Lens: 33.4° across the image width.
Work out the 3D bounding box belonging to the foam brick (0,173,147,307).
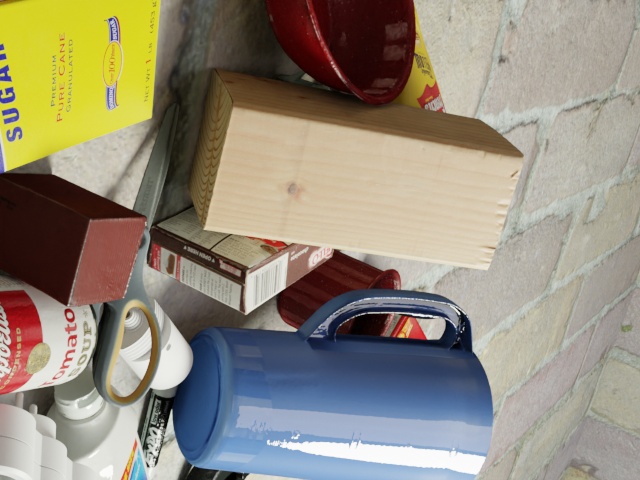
[{"bbox_3d":[-0.147,-0.002,0.606,0.051,0.078,0.053,-3,114,-61],"label":"foam brick"}]

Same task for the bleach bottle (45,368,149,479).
[{"bbox_3d":[-0.159,0.194,0.763,0.102,0.068,0.251,-67,162,-48],"label":"bleach bottle"}]

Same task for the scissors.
[{"bbox_3d":[-0.139,0.006,0.686,0.096,0.016,0.202,3,83,-22],"label":"scissors"}]

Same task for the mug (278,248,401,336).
[{"bbox_3d":[0.022,0.050,0.979,0.117,0.082,0.093,-31,138,-50],"label":"mug"}]

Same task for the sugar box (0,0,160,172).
[{"bbox_3d":[-0.157,-0.088,0.550,0.175,0.048,0.093,-35,141,-50],"label":"sugar box"}]

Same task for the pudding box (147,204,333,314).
[{"bbox_3d":[-0.055,0.001,0.776,0.113,0.090,0.039,-31,136,-50],"label":"pudding box"}]

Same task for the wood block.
[{"bbox_3d":[0.022,-0.049,0.743,0.205,0.090,0.091,9,111,-18],"label":"wood block"}]

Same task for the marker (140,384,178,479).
[{"bbox_3d":[-0.133,0.159,0.844,0.020,0.020,0.121,-15,125,-59],"label":"marker"}]

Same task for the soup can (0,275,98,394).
[{"bbox_3d":[-0.182,0.054,0.599,0.102,0.069,0.068,1,111,-64],"label":"soup can"}]

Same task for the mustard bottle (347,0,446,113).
[{"bbox_3d":[0.070,-0.100,0.848,0.096,0.058,0.191,-4,75,-66],"label":"mustard bottle"}]

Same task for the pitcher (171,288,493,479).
[{"bbox_3d":[0.012,0.125,0.865,0.242,0.149,0.145,10,150,-28],"label":"pitcher"}]

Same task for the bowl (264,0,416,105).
[{"bbox_3d":[0.007,-0.170,0.746,0.161,0.055,0.162,19,67,-57],"label":"bowl"}]
